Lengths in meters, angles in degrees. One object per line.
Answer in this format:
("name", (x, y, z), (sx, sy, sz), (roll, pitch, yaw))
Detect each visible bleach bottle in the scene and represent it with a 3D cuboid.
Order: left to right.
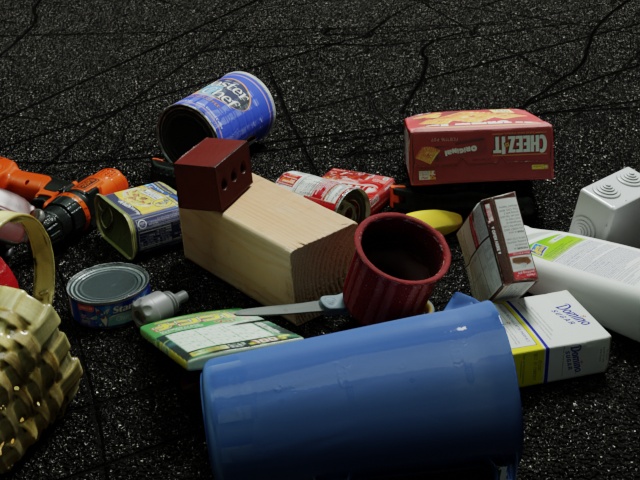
("bleach bottle", (0.263, 0.030, 1.079), (0.102, 0.068, 0.251), (-24, 31, -33))

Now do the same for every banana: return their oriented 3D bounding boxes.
("banana", (0.090, 0.008, 1.176), (0.070, 0.037, 0.197), (36, 41, 9))

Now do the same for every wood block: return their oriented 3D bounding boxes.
("wood block", (-0.057, 0.001, 1.145), (0.090, 0.090, 0.206), (-24, 33, -32))

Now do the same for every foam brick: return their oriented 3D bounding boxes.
("foam brick", (-0.113, -0.071, 1.135), (0.051, 0.053, 0.078), (7, 31, 22))

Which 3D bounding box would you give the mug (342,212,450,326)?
("mug", (0.076, 0.029, 1.025), (0.093, 0.082, 0.117), (40, 48, 22))

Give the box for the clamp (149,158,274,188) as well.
("clamp", (-0.150, -0.074, 1.321), (0.210, 0.036, 0.164), (14, 8, 36))

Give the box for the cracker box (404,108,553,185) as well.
("cracker box", (0.186, -0.117, 1.305), (0.164, 0.072, 0.213), (-3, 10, 3))

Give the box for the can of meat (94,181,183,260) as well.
("can of meat", (-0.206, -0.027, 1.253), (0.083, 0.057, 0.102), (-18, 31, -30))

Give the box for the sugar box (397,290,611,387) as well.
("sugar box", (0.165, 0.097, 0.980), (0.176, 0.048, 0.093), (-6, 27, -12))

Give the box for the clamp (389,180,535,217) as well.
("clamp", (0.171, -0.051, 1.268), (0.171, 0.039, 0.120), (-6, 14, -4))

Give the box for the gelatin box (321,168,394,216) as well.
("gelatin box", (0.036, -0.058, 1.311), (0.089, 0.030, 0.073), (12, 31, 28))

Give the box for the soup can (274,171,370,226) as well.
("soup can", (-0.002, -0.039, 1.237), (0.102, 0.068, 0.068), (17, 34, 36))

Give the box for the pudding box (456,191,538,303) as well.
("pudding box", (0.169, 0.015, 1.034), (0.039, 0.090, 0.113), (-11, -16, -7))

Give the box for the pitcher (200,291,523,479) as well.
("pitcher", (0.033, 0.139, 0.841), (0.243, 0.145, 0.149), (-9, 15, -2))

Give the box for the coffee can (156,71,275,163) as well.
("coffee can", (-0.140, -0.160, 1.454), (0.103, 0.103, 0.140), (12, 31, 28))

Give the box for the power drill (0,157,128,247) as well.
("power drill", (-0.356, -0.047, 1.313), (0.188, 0.057, 0.184), (11, 27, 21))

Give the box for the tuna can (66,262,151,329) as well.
("tuna can", (-0.220, 0.058, 1.115), (0.086, 0.034, 0.086), (-3, 27, 1))

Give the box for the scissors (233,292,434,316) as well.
("scissors", (0.014, 0.052, 1.058), (0.201, 0.016, 0.096), (7, 40, -10))
